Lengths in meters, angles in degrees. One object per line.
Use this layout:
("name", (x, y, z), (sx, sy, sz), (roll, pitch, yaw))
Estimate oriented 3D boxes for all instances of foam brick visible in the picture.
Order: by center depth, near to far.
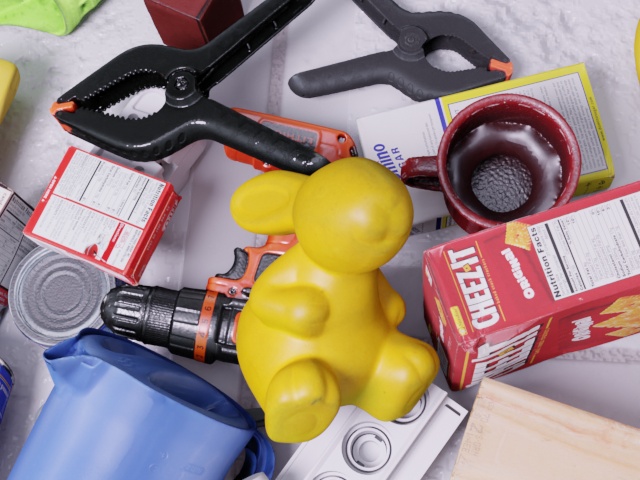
("foam brick", (-0.098, -0.184, 0.842), (0.051, 0.078, 0.053), (24, 75, 12))

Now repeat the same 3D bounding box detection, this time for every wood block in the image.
("wood block", (0.190, 0.169, 0.701), (0.206, 0.091, 0.090), (18, 77, 10))

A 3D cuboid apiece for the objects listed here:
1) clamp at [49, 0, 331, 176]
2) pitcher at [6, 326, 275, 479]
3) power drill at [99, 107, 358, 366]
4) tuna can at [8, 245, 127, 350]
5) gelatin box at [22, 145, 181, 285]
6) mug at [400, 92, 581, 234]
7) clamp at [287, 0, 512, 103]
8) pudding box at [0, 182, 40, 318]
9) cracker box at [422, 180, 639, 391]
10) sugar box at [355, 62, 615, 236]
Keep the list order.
("clamp", (-0.089, -0.097, 0.768), (0.210, 0.036, 0.164), (-14, 63, 4))
("pitcher", (-0.146, 0.194, 0.705), (0.149, 0.145, 0.243), (29, 90, 12))
("power drill", (-0.055, 0.001, 0.787), (0.184, 0.057, 0.187), (12, 77, -2))
("tuna can", (-0.191, 0.042, 0.807), (0.086, 0.034, 0.086), (-2, 73, 5))
("gelatin box", (-0.154, -0.018, 0.757), (0.089, 0.030, 0.073), (21, 76, 16))
("mug", (0.113, -0.044, 0.731), (0.117, 0.081, 0.093), (-1, 80, 5))
("clamp", (0.066, -0.159, 0.838), (0.171, 0.039, 0.120), (8, 79, 2))
("pudding box", (-0.253, 0.016, 0.792), (0.039, 0.090, 0.113), (23, 78, 11))
("cracker box", (0.179, 0.028, 0.706), (0.213, 0.164, 0.072), (-18, 71, 0))
("sugar box", (0.122, -0.065, 0.801), (0.176, 0.048, 0.093), (-13, 75, 5))
